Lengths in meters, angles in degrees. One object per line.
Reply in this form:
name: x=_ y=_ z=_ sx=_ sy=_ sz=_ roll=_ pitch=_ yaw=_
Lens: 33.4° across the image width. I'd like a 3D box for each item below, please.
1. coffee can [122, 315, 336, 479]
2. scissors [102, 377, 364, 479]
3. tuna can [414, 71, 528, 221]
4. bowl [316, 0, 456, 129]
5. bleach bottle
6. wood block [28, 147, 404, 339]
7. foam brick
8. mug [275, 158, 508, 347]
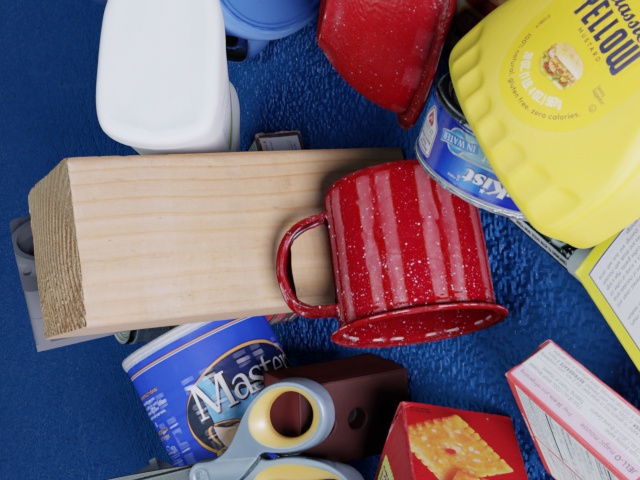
coffee can: x=-0.057 y=0.122 z=0.722 sx=0.140 sy=0.102 sz=0.103 roll=62 pitch=148 yaw=7
scissors: x=-0.062 y=0.123 z=0.641 sx=0.202 sy=0.016 sz=0.096 roll=3 pitch=99 yaw=31
tuna can: x=0.088 y=-0.045 z=0.482 sx=0.086 sy=0.086 sz=0.034 roll=53 pitch=137 yaw=45
bowl: x=0.032 y=-0.139 z=0.533 sx=0.162 sy=0.055 sz=0.162 roll=-172 pitch=91 yaw=-86
bleach bottle: x=-0.085 y=-0.081 z=0.691 sx=0.251 sy=0.068 sz=0.102 roll=87 pitch=-175 yaw=-81
wood block: x=-0.054 y=0.000 z=0.625 sx=0.091 sy=0.205 sz=0.090 roll=-20 pitch=76 yaw=61
foam brick: x=0.010 y=0.104 z=0.658 sx=0.051 sy=0.078 sz=0.053 roll=10 pitch=105 yaw=61
mug: x=0.034 y=0.009 z=0.566 sx=0.093 sy=0.117 sz=0.081 roll=85 pitch=177 yaw=-74
